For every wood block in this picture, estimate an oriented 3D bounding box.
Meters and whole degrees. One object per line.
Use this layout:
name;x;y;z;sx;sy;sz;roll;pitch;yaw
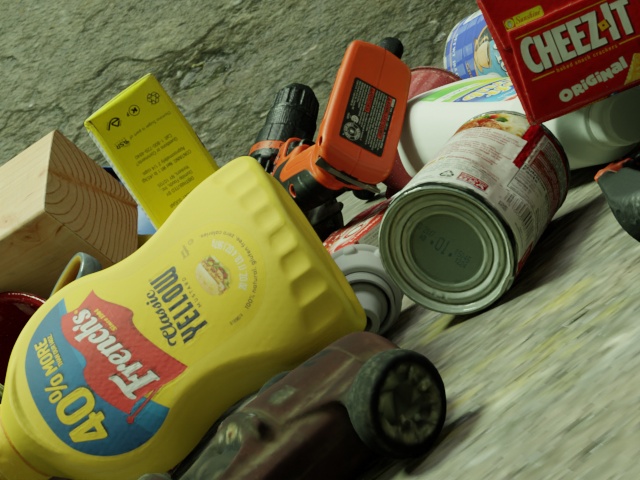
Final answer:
wood block;-0.241;0.023;0.778;0.206;0.090;0.090;-31;40;20

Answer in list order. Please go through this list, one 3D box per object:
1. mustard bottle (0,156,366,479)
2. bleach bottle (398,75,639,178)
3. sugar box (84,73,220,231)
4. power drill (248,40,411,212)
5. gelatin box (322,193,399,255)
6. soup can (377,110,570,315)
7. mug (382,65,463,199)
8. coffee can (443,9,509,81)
mustard bottle;-0.081;0.053;0.477;0.191;0.096;0.058;-36;-22;5
bleach bottle;0.134;-0.075;0.673;0.102;0.068;0.251;-18;8;-15
sugar box;-0.053;0.000;0.557;0.048;0.176;0.093;-36;8;-3
power drill;-0.004;-0.073;0.811;0.188;0.057;0.184;-37;35;56
gelatin box;0.036;-0.002;0.761;0.089;0.030;0.073;-39;9;-36
soup can;0.077;-0.016;0.522;0.069;0.068;0.102;-29;9;35
mug;0.081;-0.084;0.926;0.081;0.093;0.117;-52;-12;-53
coffee can;0.184;-0.167;0.910;0.102;0.103;0.140;-37;8;-23
